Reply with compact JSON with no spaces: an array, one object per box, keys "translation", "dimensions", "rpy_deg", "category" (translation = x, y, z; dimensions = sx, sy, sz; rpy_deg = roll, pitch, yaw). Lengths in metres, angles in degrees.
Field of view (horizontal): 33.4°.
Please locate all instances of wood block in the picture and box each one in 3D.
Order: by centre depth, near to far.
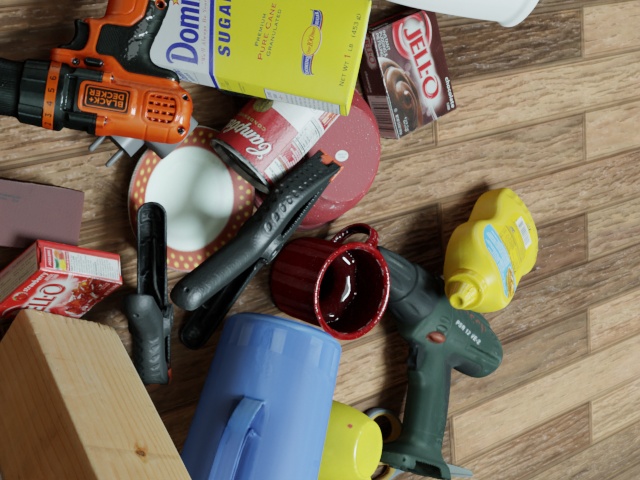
[{"translation":[-0.178,0.154,0.799],"dimensions":[0.090,0.206,0.090],"rpy_deg":[18,113,-41],"category":"wood block"}]

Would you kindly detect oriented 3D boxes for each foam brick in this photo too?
[{"translation":[-0.233,-0.021,0.835],"dimensions":[0.078,0.051,0.053],"rpy_deg":[9,91,-40],"category":"foam brick"}]

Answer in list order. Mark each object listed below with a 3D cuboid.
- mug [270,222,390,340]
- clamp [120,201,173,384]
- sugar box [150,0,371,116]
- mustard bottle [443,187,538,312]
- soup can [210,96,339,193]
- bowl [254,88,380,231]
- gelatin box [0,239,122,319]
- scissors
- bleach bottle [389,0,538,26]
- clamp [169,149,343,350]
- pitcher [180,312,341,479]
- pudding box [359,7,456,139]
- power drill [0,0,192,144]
[{"translation":[0.012,0.032,1.021],"dimensions":[0.093,0.082,0.117],"rpy_deg":[42,72,-36],"category":"mug"},{"translation":[-0.142,0.067,0.884],"dimensions":[0.120,0.039,0.171],"rpy_deg":[-80,172,-56],"category":"clamp"},{"translation":[-0.053,-0.169,0.883],"dimensions":[0.176,0.048,0.093],"rpy_deg":[12,83,2],"category":"sugar box"},{"translation":[0.173,0.021,1.116],"dimensions":[0.191,0.058,0.096],"rpy_deg":[-44,116,-55],"category":"mustard bottle"},{"translation":[-0.037,-0.100,0.927],"dimensions":[0.102,0.069,0.068],"rpy_deg":[-49,125,-9],"category":"soup can"},{"translation":[0.005,-0.085,1.011],"dimensions":[0.161,0.055,0.162],"rpy_deg":[-8,104,-37],"category":"bowl"},{"translation":[-0.211,0.036,0.841],"dimensions":[0.073,0.089,0.030],"rpy_deg":[14,54,-41],"category":"gelatin box"},{"translation":[0.104,0.227,1.175],"dimensions":[0.201,0.016,0.096],"rpy_deg":[1,98,-39],"category":"scissors"},{"translation":[0.095,-0.262,1.028],"dimensions":[0.250,0.068,0.102],"rpy_deg":[-6,60,-37],"category":"bleach bottle"},{"translation":[-0.056,0.001,0.913],"dimensions":[0.036,0.164,0.210],"rpy_deg":[39,81,7],"category":"clamp"},{"translation":[-0.061,0.188,0.917],"dimensions":[0.144,0.149,0.243],"rpy_deg":[23,74,-32],"category":"pitcher"},{"translation":[0.085,-0.169,1.069],"dimensions":[0.089,0.039,0.113],"rpy_deg":[-29,116,-32],"category":"pudding box"},{"translation":[-0.181,-0.175,0.821],"dimensions":[0.184,0.057,0.187],"rpy_deg":[9,87,-12],"category":"power drill"}]
